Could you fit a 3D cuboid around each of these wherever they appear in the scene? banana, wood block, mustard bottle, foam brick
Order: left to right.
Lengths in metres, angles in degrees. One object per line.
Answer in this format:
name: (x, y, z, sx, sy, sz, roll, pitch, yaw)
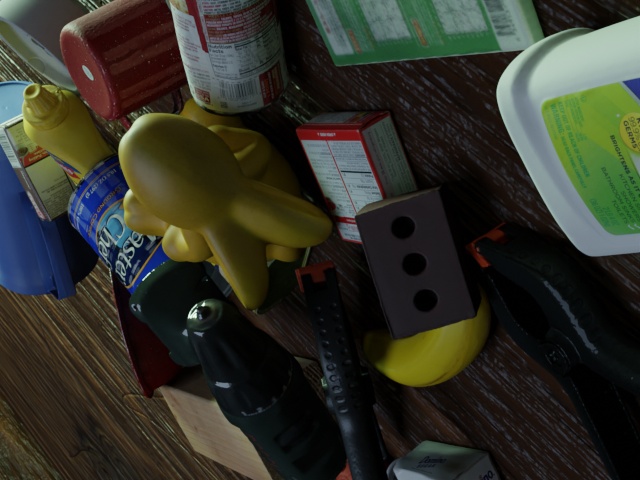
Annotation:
mustard bottle: (-0.231, -0.091, 1.015, 0.096, 0.058, 0.191, 43, 171, 26)
wood block: (-0.068, 0.166, 1.042, 0.206, 0.090, 0.090, 0, 119, 62)
foam brick: (0.059, 0.010, 0.627, 0.051, 0.053, 0.078, -30, -78, -75)
banana: (0.073, 0.065, 0.729, 0.198, 0.037, 0.069, 125, 139, -61)

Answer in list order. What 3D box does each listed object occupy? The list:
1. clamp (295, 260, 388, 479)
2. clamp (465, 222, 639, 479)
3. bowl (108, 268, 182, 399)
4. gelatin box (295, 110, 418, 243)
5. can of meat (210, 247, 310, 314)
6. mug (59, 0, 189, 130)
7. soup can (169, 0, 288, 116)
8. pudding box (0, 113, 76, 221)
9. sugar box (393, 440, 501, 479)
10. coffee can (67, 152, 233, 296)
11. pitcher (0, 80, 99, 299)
clamp: (0.022, 0.114, 0.800, 0.164, 0.036, 0.210, -94, -11, -82)
clamp: (0.146, 0.055, 0.574, 0.171, 0.039, 0.120, 53, 151, 12)
bowl: (-0.165, 0.074, 1.070, 0.162, 0.055, 0.162, 166, 90, -87)
gelatin box: (0.029, -0.039, 0.690, 0.073, 0.030, 0.089, 10, 128, 57)
can of meat: (-0.056, 0.001, 0.866, 0.084, 0.057, 0.102, 47, 154, 17)
mug: (-0.145, -0.136, 0.838, 0.093, 0.081, 0.117, 28, 142, 48)
soup can: (-0.059, -0.140, 0.690, 0.069, 0.068, 0.102, 37, 149, 38)
pudding box: (-0.279, -0.089, 1.134, 0.039, 0.089, 0.113, 10, 127, 57)
sugar box: (0.127, 0.243, 0.822, 0.176, 0.048, 0.093, 60, 156, -9)
coffee can: (-0.151, -0.002, 0.983, 0.140, 0.102, 0.103, 45, 153, 26)
pitcher: (-0.337, -0.055, 1.244, 0.149, 0.144, 0.243, 13, 136, 14)
